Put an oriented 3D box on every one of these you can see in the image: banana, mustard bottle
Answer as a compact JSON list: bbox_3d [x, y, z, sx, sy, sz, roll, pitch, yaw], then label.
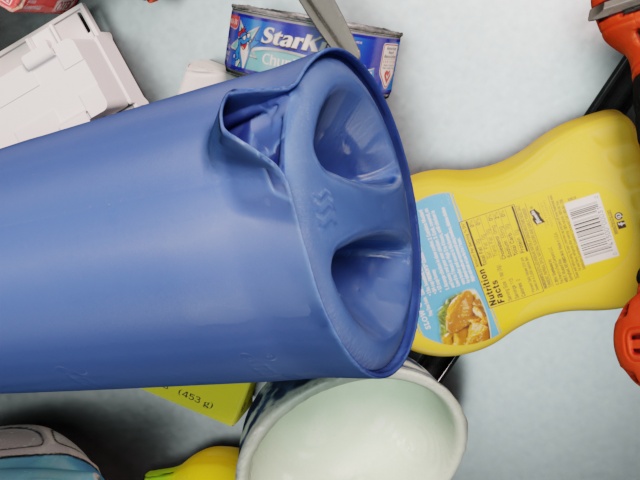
[{"bbox_3d":[-0.008,0.179,0.606,0.198,0.037,0.070,42,130,2],"label":"banana"},{"bbox_3d":[0.077,0.007,0.548,0.192,0.058,0.096,-19,102,11],"label":"mustard bottle"}]

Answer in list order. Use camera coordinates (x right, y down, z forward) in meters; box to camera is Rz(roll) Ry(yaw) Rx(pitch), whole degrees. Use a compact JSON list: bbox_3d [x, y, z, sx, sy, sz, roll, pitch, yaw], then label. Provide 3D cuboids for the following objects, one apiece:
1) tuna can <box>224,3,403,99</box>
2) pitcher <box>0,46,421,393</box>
[{"bbox_3d":[-0.004,-0.094,0.529,0.086,0.086,0.034,11,103,6],"label":"tuna can"},{"bbox_3d":[-0.080,0.010,0.480,0.243,0.144,0.149,-9,107,24],"label":"pitcher"}]
